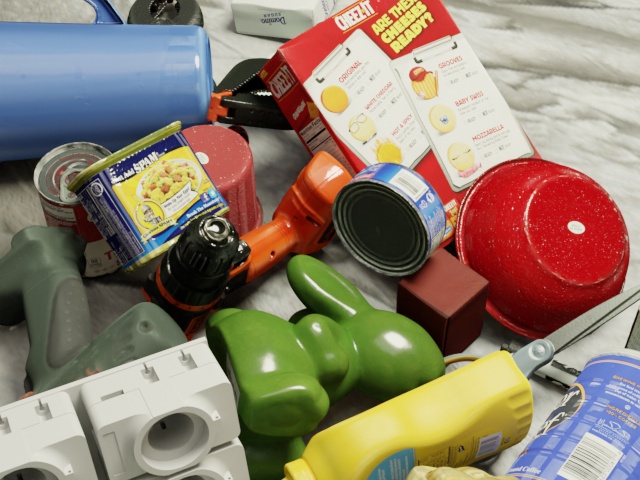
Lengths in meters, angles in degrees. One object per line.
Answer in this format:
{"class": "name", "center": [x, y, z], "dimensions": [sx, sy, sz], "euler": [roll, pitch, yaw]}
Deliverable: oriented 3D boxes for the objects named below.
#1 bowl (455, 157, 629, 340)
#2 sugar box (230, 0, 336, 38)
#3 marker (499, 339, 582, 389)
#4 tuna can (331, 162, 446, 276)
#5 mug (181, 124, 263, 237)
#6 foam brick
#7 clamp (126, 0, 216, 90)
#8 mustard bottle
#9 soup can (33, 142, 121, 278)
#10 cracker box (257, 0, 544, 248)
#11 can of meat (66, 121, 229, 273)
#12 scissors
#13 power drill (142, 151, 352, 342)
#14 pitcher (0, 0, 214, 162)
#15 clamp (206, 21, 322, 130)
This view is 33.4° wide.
{"class": "bowl", "center": [0.194, -0.001, 0.872], "dimensions": [0.162, 0.055, 0.162], "euler": [6, 72, -17]}
{"class": "sugar box", "center": [-0.022, -0.289, 1.149], "dimensions": [0.093, 0.048, 0.176], "euler": [9, 49, 17]}
{"class": "marker", "center": [0.199, 0.110, 0.847], "dimensions": [0.121, 0.020, 0.020], "euler": [25, 55, 19]}
{"class": "tuna can", "center": [0.054, -0.017, 0.824], "dimensions": [0.086, 0.086, 0.033], "euler": [27, 45, 20]}
{"class": "mug", "center": [-0.093, -0.055, 0.941], "dimensions": [0.093, 0.081, 0.117], "euler": [21, 54, 16]}
{"class": "foam brick", "center": [0.096, 0.055, 0.855], "dimensions": [0.051, 0.078, 0.053], "euler": [-38, 60, -25]}
{"class": "clamp", "center": [-0.171, -0.202, 1.089], "dimensions": [0.120, 0.039, 0.171], "euler": [-3, 53, -9]}
{"class": "mustard bottle", "center": [0.051, 0.145, 0.738], "dimensions": [0.191, 0.096, 0.058], "euler": [-22, 59, -14]}
{"class": "soup can", "center": [-0.199, -0.024, 0.904], "dimensions": [0.068, 0.102, 0.068], "euler": [0, 51, 0]}
{"class": "cracker box", "center": [0.072, -0.102, 0.926], "dimensions": [0.164, 0.072, 0.213], "euler": [-35, 92, -24]}
{"class": "can of meat", "center": [-0.132, -0.033, 0.837], "dimensions": [0.101, 0.058, 0.084], "euler": [-34, 92, -36]}
{"class": "scissors", "center": [0.165, 0.106, 0.810], "dimensions": [0.202, 0.016, 0.096], "euler": [-19, 63, 13]}
{"class": "power drill", "center": [-0.056, 0.001, 0.845], "dimensions": [0.187, 0.185, 0.057], "euler": [-33, 80, -33]}
{"class": "pitcher", "center": [-0.222, -0.150, 0.977], "dimensions": [0.242, 0.149, 0.145], "euler": [-3, 52, -3]}
{"class": "clamp", "center": [-0.020, -0.149, 0.992], "dimensions": [0.209, 0.036, 0.165], "euler": [-14, 46, -32]}
